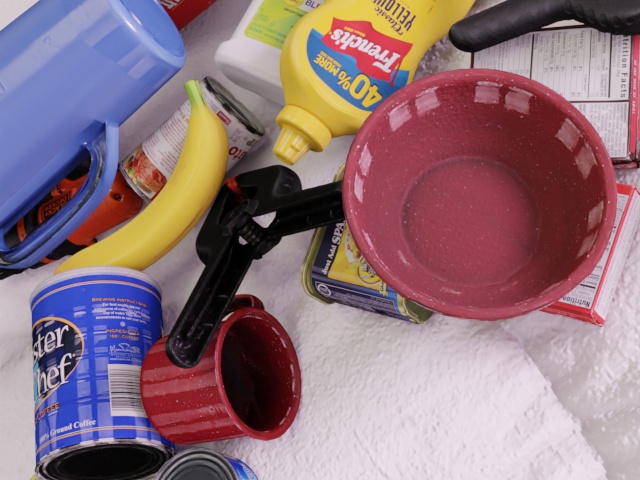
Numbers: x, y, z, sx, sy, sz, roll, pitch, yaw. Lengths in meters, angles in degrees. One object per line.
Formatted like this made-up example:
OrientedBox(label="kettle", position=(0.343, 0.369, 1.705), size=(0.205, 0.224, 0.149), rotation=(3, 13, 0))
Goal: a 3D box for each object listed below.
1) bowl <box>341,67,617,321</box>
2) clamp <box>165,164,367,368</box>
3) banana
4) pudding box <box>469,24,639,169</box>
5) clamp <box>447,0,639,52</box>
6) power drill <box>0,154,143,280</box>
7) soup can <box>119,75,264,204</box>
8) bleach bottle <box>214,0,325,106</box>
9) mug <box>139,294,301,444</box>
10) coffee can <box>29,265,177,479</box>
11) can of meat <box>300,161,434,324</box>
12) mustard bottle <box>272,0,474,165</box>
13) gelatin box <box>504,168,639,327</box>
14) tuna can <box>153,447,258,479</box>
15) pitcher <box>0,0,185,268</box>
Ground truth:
OrientedBox(label="bowl", position=(0.094, -0.022, 0.650), size=(0.162, 0.055, 0.162), rotation=(-1, 70, 2))
OrientedBox(label="clamp", position=(-0.055, 0.001, 0.753), size=(0.164, 0.036, 0.210), rotation=(-44, 20, 0))
OrientedBox(label="banana", position=(-0.128, -0.026, 0.826), size=(0.070, 0.037, 0.198), rotation=(40, 99, 17))
OrientedBox(label="pudding box", position=(0.154, -0.093, 0.699), size=(0.114, 0.039, 0.090), rotation=(2, 86, 28))
OrientedBox(label="clamp", position=(0.170, -0.176, 0.672), size=(0.172, 0.039, 0.120), rotation=(3, 75, 28))
OrientedBox(label="power drill", position=(-0.243, -0.069, 0.968), size=(0.185, 0.057, 0.187), rotation=(-23, 61, 23))
OrientedBox(label="soup can", position=(-0.104, -0.075, 0.865), size=(0.102, 0.068, 0.068), rotation=(-44, 52, 10))
OrientedBox(label="bleach bottle", position=(0.018, -0.226, 0.842), size=(0.103, 0.068, 0.251), rotation=(25, 83, 14))
OrientedBox(label="mug", position=(-0.071, 0.090, 0.762), size=(0.082, 0.093, 0.117), rotation=(-16, 50, 34))
OrientedBox(label="coffee can", position=(-0.166, 0.104, 0.807), size=(0.103, 0.102, 0.140), rotation=(-24, 58, 24))
OrientedBox(label="can of meat", position=(0.046, 0.002, 0.737), size=(0.084, 0.057, 0.102), rotation=(12, 77, 36))
OrientedBox(label="mustard bottle", position=(0.026, -0.135, 0.770), size=(0.191, 0.096, 0.058), rotation=(-55, 15, -10))
OrientedBox(label="gelatin box", position=(0.156, 0.004, 0.677), size=(0.073, 0.030, 0.089), rotation=(14, 78, 36))
OrientedBox(label="tuna can", position=(-0.082, 0.192, 0.755), size=(0.086, 0.033, 0.086), rotation=(-14, 62, 29))
OrientedBox(label="pitcher", position=(-0.224, -0.103, 0.857), size=(0.243, 0.149, 0.145), rotation=(-37, 30, 15))
